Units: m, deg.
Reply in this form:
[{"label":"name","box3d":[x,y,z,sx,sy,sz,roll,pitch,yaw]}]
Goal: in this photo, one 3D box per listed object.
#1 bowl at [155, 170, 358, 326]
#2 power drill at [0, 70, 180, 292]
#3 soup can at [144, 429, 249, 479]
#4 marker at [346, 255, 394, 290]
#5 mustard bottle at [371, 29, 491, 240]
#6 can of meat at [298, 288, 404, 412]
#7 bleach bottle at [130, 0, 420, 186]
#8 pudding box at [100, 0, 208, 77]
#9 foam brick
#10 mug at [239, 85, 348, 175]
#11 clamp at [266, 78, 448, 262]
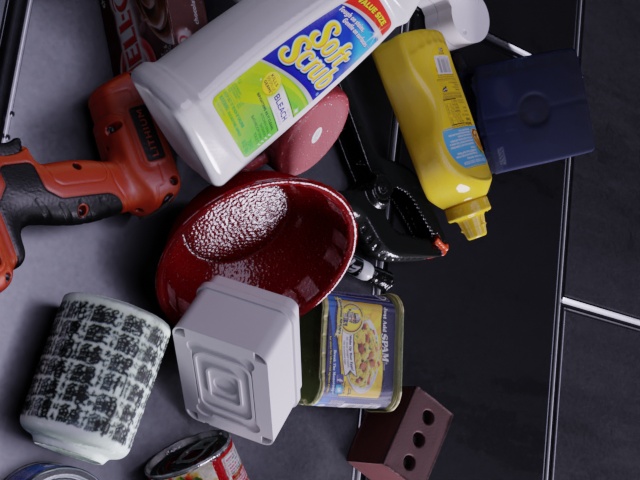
[{"label":"bowl","box3d":[-0.055,0.001,0.816,0.161,0.162,0.055,11,33,-37]},{"label":"power drill","box3d":[-0.201,-0.065,0.735,0.187,0.057,0.184,-19,88,-38]},{"label":"soup can","box3d":[-0.080,0.202,0.795,0.068,0.069,0.102,-29,103,-37]},{"label":"marker","box3d":[0.018,0.017,0.927,0.121,0.020,0.020,26,69,-34]},{"label":"mustard bottle","box3d":[0.110,-0.093,0.967,0.096,0.058,0.191,-16,86,-61]},{"label":"can of meat","box3d":[0.020,0.092,0.896,0.083,0.058,0.102,9,78,-35]},{"label":"bleach bottle","box3d":[-0.008,-0.153,0.750,0.250,0.068,0.102,-42,143,-12]},{"label":"pudding box","box3d":[-0.124,-0.164,0.791,0.039,0.090,0.113,-9,90,-40]},{"label":"foam brick","box3d":[0.069,0.172,0.928,0.053,0.051,0.078,40,62,-28]},{"label":"mug","box3d":[-0.041,-0.097,0.831,0.081,0.093,0.117,40,67,20]},{"label":"clamp","box3d":[0.035,-0.037,0.932,0.209,0.036,0.164,46,54,-28]}]
